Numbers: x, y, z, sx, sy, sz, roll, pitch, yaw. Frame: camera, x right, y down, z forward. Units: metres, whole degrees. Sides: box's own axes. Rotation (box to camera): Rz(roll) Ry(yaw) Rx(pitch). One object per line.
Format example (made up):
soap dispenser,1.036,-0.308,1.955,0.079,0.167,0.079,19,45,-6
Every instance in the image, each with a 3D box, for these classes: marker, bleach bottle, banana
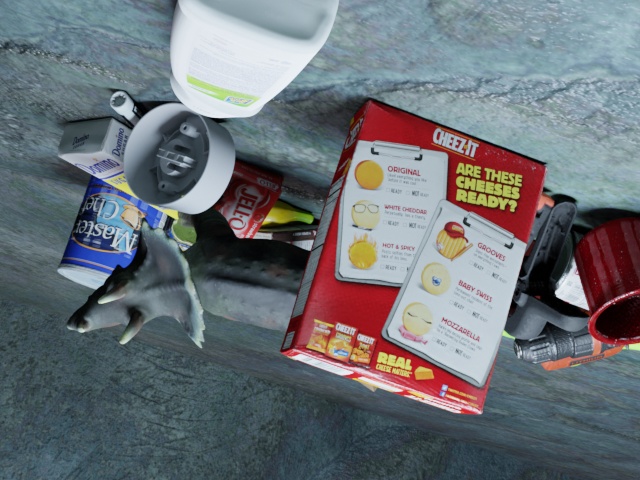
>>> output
marker,-0.175,-0.114,1.058,0.020,0.020,0.121,12,165,18
bleach bottle,-0.069,-0.137,0.764,0.102,0.068,0.251,20,168,-13
banana,-0.106,-0.033,1.251,0.198,0.037,0.069,6,162,35

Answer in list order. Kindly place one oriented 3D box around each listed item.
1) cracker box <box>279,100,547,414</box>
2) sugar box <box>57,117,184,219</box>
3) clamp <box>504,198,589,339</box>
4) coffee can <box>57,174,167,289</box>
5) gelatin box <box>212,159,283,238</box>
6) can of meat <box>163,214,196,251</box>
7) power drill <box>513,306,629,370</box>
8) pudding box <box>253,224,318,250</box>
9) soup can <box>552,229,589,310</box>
cracker box,0.076,0.017,0.875,0.164,0.213,0.072,19,167,-10
sugar box,-0.192,-0.075,1.173,0.094,0.048,0.176,0,160,46
clamp,0.201,0.035,0.989,0.039,0.120,0.172,11,165,-13
coffee can,-0.240,-0.014,1.265,0.103,0.140,0.103,15,166,4
gelatin box,-0.090,-0.043,1.133,0.073,0.030,0.089,22,133,-16
can of meat,-0.156,-0.005,1.380,0.102,0.057,0.084,20,163,-18
power drill,0.287,0.103,1.162,0.184,0.057,0.187,-13,170,-3
pudding box,-0.058,0.002,1.254,0.089,0.039,0.114,-6,-174,-41
soup can,0.270,0.036,1.029,0.102,0.068,0.069,20,166,-12
